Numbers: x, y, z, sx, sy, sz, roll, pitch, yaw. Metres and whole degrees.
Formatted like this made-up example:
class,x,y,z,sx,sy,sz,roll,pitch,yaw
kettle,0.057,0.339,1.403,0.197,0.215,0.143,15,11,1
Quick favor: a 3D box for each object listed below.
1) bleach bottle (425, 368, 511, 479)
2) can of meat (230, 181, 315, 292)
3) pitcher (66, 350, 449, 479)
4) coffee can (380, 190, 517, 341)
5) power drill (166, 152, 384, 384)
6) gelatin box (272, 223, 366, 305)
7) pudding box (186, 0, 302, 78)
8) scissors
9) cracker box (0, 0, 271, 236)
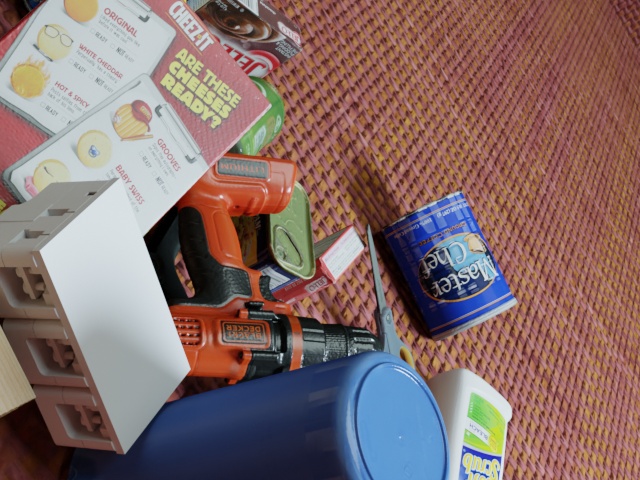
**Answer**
class,x,y,z,sx,sy,sz,roll,pitch,yaw
bleach bottle,0.139,0.253,1.053,0.102,0.068,0.250,42,38,-29
can of meat,-0.056,0.001,0.938,0.057,0.084,0.102,30,43,-42
pitcher,-0.035,0.152,0.694,0.145,0.243,0.149,56,38,-16
coffee can,0.143,0.029,1.194,0.102,0.103,0.140,-18,81,-59
power drill,-0.046,0.023,0.828,0.184,0.057,0.187,6,55,-21
gelatin box,-0.005,0.026,1.005,0.030,0.073,0.089,56,31,-9
pudding box,-0.087,-0.203,1.049,0.113,0.090,0.039,33,40,-38
scissors,0.056,0.093,1.034,0.096,0.016,0.201,-56,136,-44
cracker box,-0.166,-0.082,0.753,0.213,0.072,0.164,-48,112,-18
